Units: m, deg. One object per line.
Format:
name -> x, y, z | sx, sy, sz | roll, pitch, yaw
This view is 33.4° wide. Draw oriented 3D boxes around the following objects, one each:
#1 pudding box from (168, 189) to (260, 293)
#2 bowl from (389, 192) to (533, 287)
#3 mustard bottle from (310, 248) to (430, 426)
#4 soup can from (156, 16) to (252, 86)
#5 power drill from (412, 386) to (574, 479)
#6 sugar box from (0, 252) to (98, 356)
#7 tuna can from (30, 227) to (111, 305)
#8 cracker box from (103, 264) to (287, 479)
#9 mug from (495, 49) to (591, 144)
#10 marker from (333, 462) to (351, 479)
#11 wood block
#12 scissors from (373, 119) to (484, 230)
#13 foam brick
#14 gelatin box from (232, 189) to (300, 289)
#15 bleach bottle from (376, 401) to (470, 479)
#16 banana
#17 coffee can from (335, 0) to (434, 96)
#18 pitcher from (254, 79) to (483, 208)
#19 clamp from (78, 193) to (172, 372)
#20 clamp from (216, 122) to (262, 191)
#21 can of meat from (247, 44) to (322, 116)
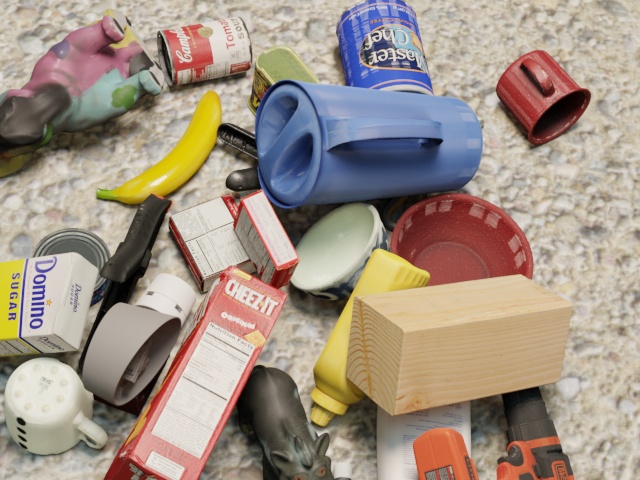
pudding box -> -0.101, -0.004, 1.189 | 0.113, 0.039, 0.090 | -22, 68, -17
bowl -> 0.153, 0.028, 1.196 | 0.162, 0.055, 0.162 | 3, 61, -6
mustard bottle -> 0.042, 0.105, 1.102 | 0.058, 0.096, 0.191 | 29, 94, 23
soup can -> -0.140, -0.229, 1.293 | 0.102, 0.068, 0.068 | -14, 64, -16
power drill -> 0.175, 0.218, 1.043 | 0.187, 0.057, 0.184 | 6, 62, -42
sugar box -> -0.313, 0.068, 1.067 | 0.176, 0.048, 0.093 | -9, 56, 27
tuna can -> -0.267, 0.031, 1.148 | 0.086, 0.034, 0.086 | 3, 61, -6
cracker box -> -0.124, 0.148, 1.024 | 0.072, 0.164, 0.213 | 29, 61, -6
mug -> 0.266, -0.182, 1.300 | 0.093, 0.117, 0.081 | -37, 64, 4
marker -> 0.022, 0.281, 1.058 | 0.020, 0.020, 0.121 | 4, 60, -6
wood block -> 0.138, 0.099, 1.059 | 0.205, 0.091, 0.090 | -6, 22, -29
scissors -> 0.116, -0.096, 1.283 | 0.096, 0.016, 0.201 | 28, 61, 8
foam brick -> -0.193, 0.130, 1.093 | 0.051, 0.053, 0.078 | 23, 61, 4
gelatin box -> -0.057, 0.002, 1.129 | 0.030, 0.073, 0.089 | -24, 75, -19
bleach bottle -> 0.097, 0.261, 1.056 | 0.102, 0.068, 0.251 | 8, 62, -5
banana -> -0.168, -0.101, 1.235 | 0.070, 0.037, 0.197 | 38, 63, 13
coffee can -> 0.079, -0.208, 1.291 | 0.102, 0.103, 0.140 | -3, 61, -10
pitcher -> 0.063, -0.105, 1.156 | 0.242, 0.145, 0.149 | -4, 41, -34
clamp -> -0.197, 0.018, 1.109 | 0.036, 0.165, 0.209 | 21, 50, -4
clamp -> -0.038, -0.078, 1.216 | 0.171, 0.039, 0.120 | 14, 39, -10
can of meat -> -0.038, -0.168, 1.263 | 0.057, 0.084, 0.102 | -31, 70, -22
